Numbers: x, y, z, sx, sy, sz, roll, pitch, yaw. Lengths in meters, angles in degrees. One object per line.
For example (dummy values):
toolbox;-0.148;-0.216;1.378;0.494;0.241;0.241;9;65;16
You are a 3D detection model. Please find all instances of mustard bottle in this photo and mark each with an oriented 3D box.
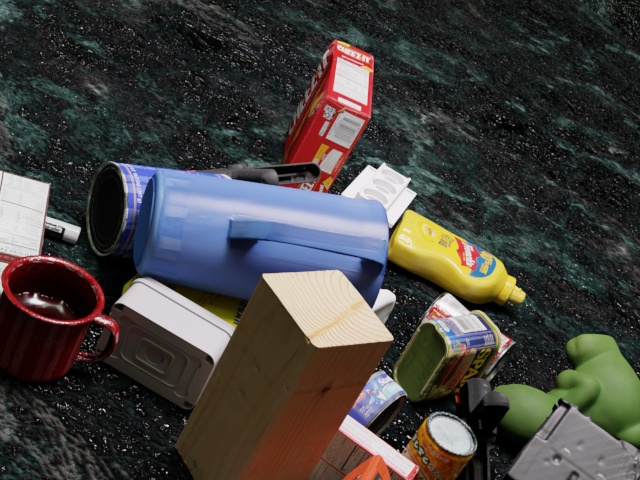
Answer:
mustard bottle;0.183;0.034;1.415;0.191;0.058;0.096;28;30;0

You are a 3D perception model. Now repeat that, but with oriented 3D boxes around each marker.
marker;-0.315;-0.025;1.130;0.121;0.020;0.020;20;30;-14

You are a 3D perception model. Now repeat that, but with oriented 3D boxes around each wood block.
wood block;-0.035;0.134;0.922;0.090;0.206;0.090;-1;40;-42

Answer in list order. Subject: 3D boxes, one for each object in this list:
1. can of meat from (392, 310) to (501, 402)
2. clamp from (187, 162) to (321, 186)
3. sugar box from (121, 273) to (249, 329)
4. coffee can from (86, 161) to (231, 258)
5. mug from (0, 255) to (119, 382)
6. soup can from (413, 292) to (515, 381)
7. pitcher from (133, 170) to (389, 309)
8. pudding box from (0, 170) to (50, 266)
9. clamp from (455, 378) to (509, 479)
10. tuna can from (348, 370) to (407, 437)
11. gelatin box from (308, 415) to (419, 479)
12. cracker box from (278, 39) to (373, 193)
can of meat;0.139;0.130;1.182;0.083;0.102;0.057;-3;42;-40
clamp;-0.087;-0.076;1.295;0.172;0.039;0.120;3;4;36
sugar box;-0.108;0.079;1.089;0.176;0.048;0.093;21;26;9
coffee can;-0.172;-0.029;1.171;0.140;0.103;0.103;5;37;-35
mug;-0.241;0.077;0.966;0.117;0.082;0.093;19;30;-14
soup can;0.170;0.117;1.262;0.102;0.069;0.068;38;31;18
pitcher;-0.057;0.001;1.072;0.242;0.149;0.145;10;38;-17
pudding box;-0.324;-0.020;1.076;0.090;0.039;0.113;16;47;-22
clamp;0.158;0.209;1.082;0.036;0.164;0.210;5;8;1
tuna can;0.046;0.172;1.053;0.034;0.086;0.085;41;32;19
gelatin box;0.036;0.214;0.989;0.089;0.073;0.030;34;30;11
cracker box;0.005;-0.161;1.466;0.072;0.164;0.213;24;30;-11
